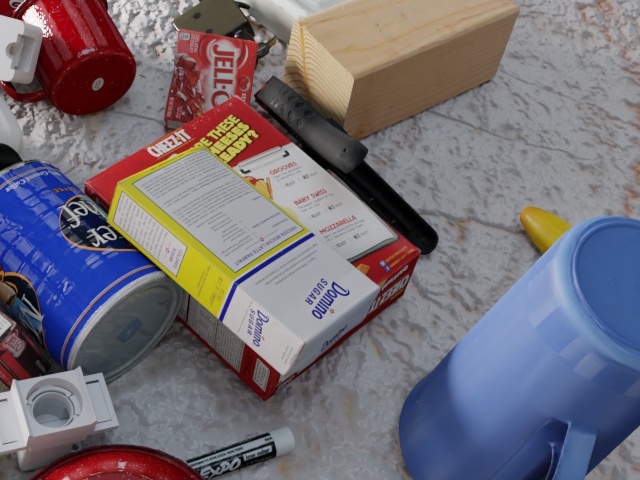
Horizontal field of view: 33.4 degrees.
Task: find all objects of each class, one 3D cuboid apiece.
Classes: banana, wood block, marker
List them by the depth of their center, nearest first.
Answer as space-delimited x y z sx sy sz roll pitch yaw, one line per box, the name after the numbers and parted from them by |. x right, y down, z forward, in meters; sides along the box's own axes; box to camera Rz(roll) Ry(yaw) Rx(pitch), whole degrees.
-0.075 0.157 0.747 0.121 0.020 0.020 -15 57 -23 | marker
0.220 0.048 0.889 0.069 0.037 0.198 2 52 -12 | banana
0.075 -0.179 1.002 0.205 0.091 0.090 -27 61 -29 | wood block

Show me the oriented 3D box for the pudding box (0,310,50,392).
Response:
-0.247 0.054 0.742 0.113 0.090 0.039 34 70 16 | pudding box

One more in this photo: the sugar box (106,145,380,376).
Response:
-0.054 0.010 0.747 0.176 0.048 0.093 42 42 16 | sugar box

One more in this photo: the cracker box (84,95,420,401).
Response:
-0.056 0.001 0.843 0.214 0.072 0.164 41 54 20 | cracker box

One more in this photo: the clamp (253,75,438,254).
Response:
0.005 -0.082 0.892 0.036 0.164 0.210 -45 59 0 | clamp

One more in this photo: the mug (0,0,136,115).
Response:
-0.222 -0.159 0.926 0.117 0.093 0.081 -27 66 -11 | mug

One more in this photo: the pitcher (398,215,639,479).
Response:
0.151 0.100 0.699 0.144 0.243 0.149 -24 67 -30 | pitcher

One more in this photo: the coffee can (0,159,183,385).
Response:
-0.184 0.023 0.775 0.140 0.103 0.102 41 54 19 | coffee can

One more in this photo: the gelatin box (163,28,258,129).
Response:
-0.097 -0.139 0.951 0.073 0.030 0.089 9 76 -6 | gelatin box
